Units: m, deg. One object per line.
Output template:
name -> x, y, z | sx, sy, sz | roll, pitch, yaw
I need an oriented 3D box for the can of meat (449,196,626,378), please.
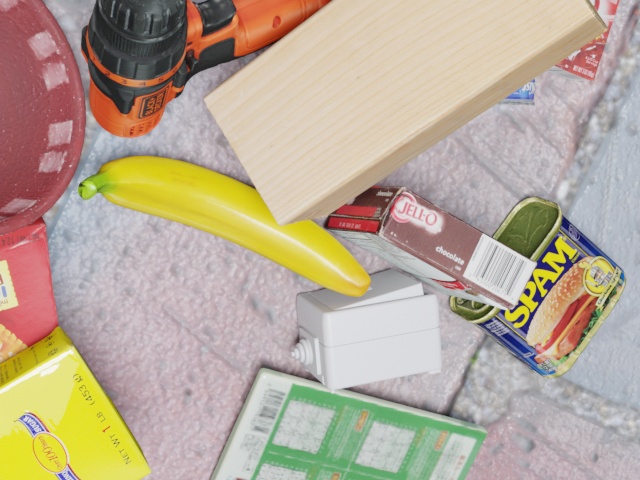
can of meat -> 0.156, 0.035, 0.755 | 0.083, 0.057, 0.102 | 38, 87, -24

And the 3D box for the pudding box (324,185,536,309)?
pudding box -> 0.070, 0.003, 0.699 | 0.113, 0.090, 0.039 | 30, 83, -21

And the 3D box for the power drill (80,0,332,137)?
power drill -> -0.046, -0.136, 0.598 | 0.187, 0.185, 0.057 | -28, 86, -19

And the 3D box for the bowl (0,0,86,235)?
bowl -> -0.210, -0.077, 0.587 | 0.161, 0.055, 0.162 | 13, 72, -48

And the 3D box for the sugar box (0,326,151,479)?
sugar box -> -0.192, 0.133, 0.582 | 0.176, 0.048, 0.093 | -32, 111, -13

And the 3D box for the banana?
banana -> -0.060, -0.012, 0.667 | 0.197, 0.069, 0.037 | 19, 125, -24

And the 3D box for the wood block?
wood block -> 0.049, -0.102, 0.616 | 0.206, 0.090, 0.091 | -34, 84, 20
